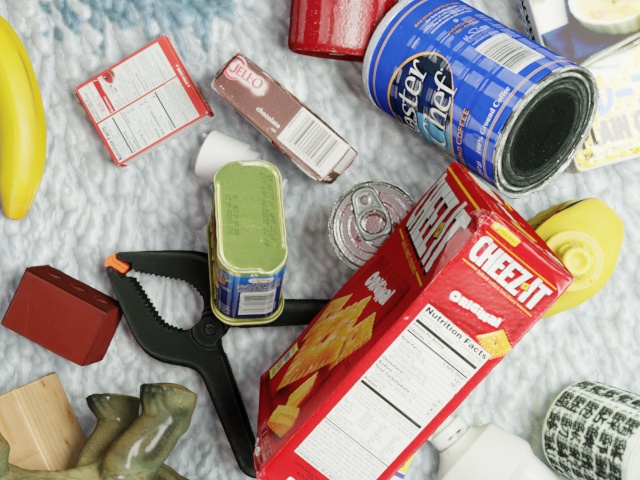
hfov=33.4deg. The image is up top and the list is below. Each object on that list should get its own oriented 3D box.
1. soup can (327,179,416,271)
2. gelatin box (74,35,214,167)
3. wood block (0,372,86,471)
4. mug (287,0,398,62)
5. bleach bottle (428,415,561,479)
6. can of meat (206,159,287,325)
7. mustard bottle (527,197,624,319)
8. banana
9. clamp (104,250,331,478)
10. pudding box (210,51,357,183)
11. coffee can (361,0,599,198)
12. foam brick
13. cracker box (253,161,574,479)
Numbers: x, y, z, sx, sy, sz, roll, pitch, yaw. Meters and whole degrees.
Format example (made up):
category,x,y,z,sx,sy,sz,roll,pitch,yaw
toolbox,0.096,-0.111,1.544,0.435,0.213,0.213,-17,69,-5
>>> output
category,x,y,z,sx,sy,sz,roll,pitch,yaw
soup can,0.044,-0.010,0.810,0.068,0.102,0.068,0,91,6
gelatin box,-0.143,-0.111,0.865,0.089,0.030,0.073,-30,89,6
wood block,-0.221,0.221,0.847,0.091,0.090,0.206,-25,88,6
mug,0.030,-0.180,0.820,0.117,0.093,0.081,5,96,-10
bleach bottle,0.167,0.239,0.822,0.102,0.068,0.251,-43,84,8
can of meat,-0.055,0.001,0.809,0.057,0.084,0.102,-2,62,-8
mustard bottle,0.168,0.013,0.753,0.058,0.191,0.096,45,94,3
banana,-0.261,-0.118,0.876,0.070,0.037,0.198,-23,87,23
clamp,-0.087,0.081,0.857,0.210,0.036,0.164,27,90,3
pudding box,-0.026,-0.093,0.823,0.113,0.090,0.039,43,96,3
coffee can,0.113,-0.109,0.773,0.140,0.102,0.103,40,95,36
foam brick,-0.206,0.060,0.861,0.078,0.053,0.051,27,93,4
cracker box,0.048,0.060,0.683,0.072,0.164,0.214,39,101,-10
